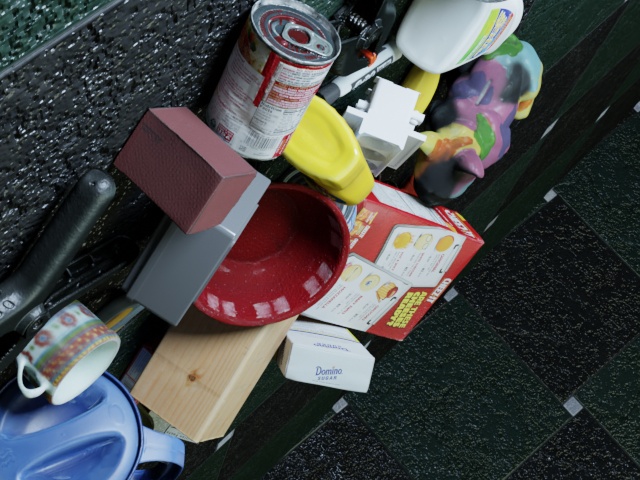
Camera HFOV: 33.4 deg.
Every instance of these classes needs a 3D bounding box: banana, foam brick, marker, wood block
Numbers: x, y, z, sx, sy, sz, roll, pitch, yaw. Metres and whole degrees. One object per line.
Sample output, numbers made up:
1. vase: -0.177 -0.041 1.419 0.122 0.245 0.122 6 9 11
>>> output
1. banana: 0.072 -0.135 1.164 0.069 0.037 0.198 25 107 -47
2. foam brick: -0.094 -0.051 0.751 0.053 0.078 0.051 -52 165 21
3. marker: 0.034 -0.154 0.997 0.120 0.020 0.020 -38 165 -35
4. wood block: -0.094 0.093 1.094 0.206 0.091 0.090 -58 166 3

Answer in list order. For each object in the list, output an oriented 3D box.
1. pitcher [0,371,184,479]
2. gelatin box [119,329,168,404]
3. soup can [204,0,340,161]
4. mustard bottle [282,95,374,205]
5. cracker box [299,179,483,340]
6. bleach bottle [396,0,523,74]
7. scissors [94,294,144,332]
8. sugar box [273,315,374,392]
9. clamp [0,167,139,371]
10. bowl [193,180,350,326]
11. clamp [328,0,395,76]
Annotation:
1. pitcher: -0.228 0.212 0.989 0.144 0.149 0.243 -40 170 -26
2. gelatin box: -0.179 0.137 1.171 0.089 0.030 0.073 -54 166 32
3. soup can: -0.036 -0.114 0.770 0.068 0.068 0.102 -34 163 -45
4. mustard bottle: 0.005 -0.076 0.968 0.058 0.096 0.191 -48 168 0
5. cracker box: 0.057 0.019 1.213 0.213 0.072 0.164 17 119 -43
6. bleach bottle: 0.161 -0.232 1.091 0.103 0.068 0.250 -56 168 26
7. scissors: -0.157 0.046 0.975 0.201 0.016 0.096 -41 176 -28
8. sugar box: -0.006 0.119 1.187 0.176 0.093 0.048 -131 -127 -75
9. clamp: -0.210 0.047 0.768 0.210 0.036 0.164 -47 169 -8
10. bowl: -0.056 0.001 0.990 0.162 0.055 0.162 -10 128 -13
11. clamp: 0.036 -0.184 0.866 0.120 0.039 0.171 -44 175 8
